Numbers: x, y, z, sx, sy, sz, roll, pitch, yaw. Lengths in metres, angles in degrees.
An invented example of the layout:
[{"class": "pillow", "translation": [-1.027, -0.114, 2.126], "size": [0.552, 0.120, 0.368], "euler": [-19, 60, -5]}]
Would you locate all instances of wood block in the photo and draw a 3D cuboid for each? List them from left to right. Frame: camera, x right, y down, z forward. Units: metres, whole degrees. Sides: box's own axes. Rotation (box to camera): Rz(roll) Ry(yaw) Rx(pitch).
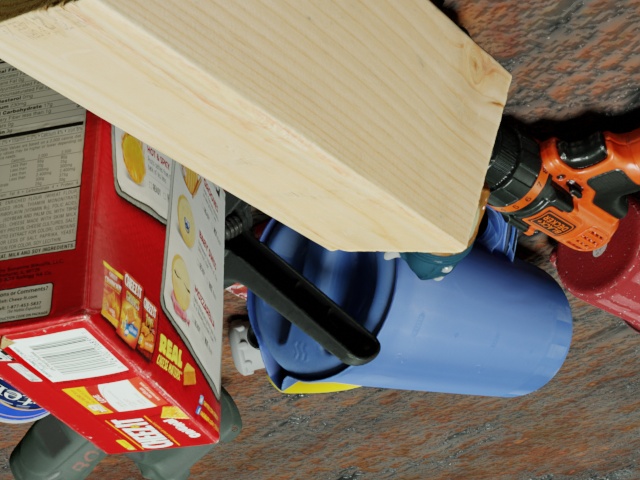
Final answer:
[{"class": "wood block", "translation": [-0.023, -0.076, 0.435], "size": [0.090, 0.091, 0.205], "euler": [0, 158, 46]}]

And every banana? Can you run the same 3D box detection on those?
[{"class": "banana", "translation": [-0.006, 0.113, 0.938], "size": [0.069, 0.037, 0.198], "euler": [-9, 176, -18]}]

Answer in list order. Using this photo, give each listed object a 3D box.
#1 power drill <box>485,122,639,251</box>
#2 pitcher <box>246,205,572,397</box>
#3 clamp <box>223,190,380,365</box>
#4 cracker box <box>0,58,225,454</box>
[{"class": "power drill", "translation": [0.180, -0.065, 0.652], "size": [0.188, 0.057, 0.184], "euler": [-25, 146, 37]}, {"class": "pitcher", "translation": [0.081, 0.039, 0.762], "size": [0.149, 0.145, 0.242], "euler": [-18, 156, 40]}, {"class": "clamp", "translation": [-0.054, 0.001, 0.664], "size": [0.210, 0.164, 0.036], "euler": [-4, -163, 41]}, {"class": "cracker box", "translation": [-0.102, -0.023, 0.517], "size": [0.072, 0.213, 0.164], "euler": [-8, 152, 11]}]
